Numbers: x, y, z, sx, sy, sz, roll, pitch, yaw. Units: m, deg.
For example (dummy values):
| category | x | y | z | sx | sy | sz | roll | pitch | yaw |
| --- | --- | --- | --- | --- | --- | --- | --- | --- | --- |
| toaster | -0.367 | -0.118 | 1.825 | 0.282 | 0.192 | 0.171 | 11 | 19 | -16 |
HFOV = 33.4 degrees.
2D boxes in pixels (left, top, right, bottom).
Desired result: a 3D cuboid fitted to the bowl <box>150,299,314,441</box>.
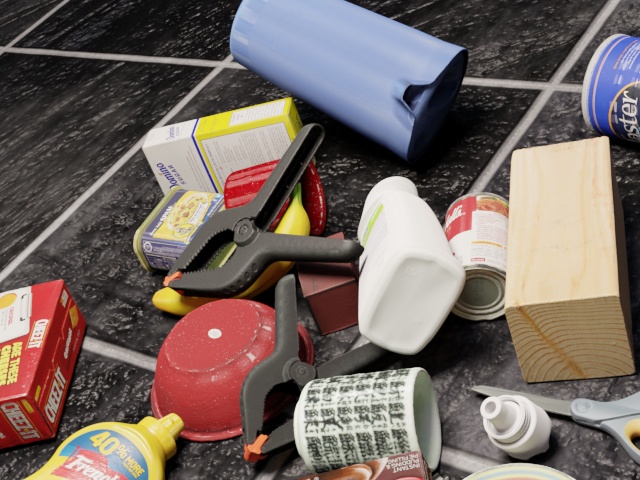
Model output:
| category | x | y | z | sx | sy | sz | roll | pitch | yaw |
| --- | --- | --- | --- | --- | --- | --- | --- | --- | --- |
| bowl | -0.090 | 0.105 | 0.979 | 0.162 | 0.055 | 0.162 | -14 | 37 | 10 |

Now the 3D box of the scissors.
| category | x | y | z | sx | sy | sz | roll | pitch | yaw |
| --- | --- | --- | --- | --- | --- | --- | --- | --- | --- |
| scissors | 0.222 | 0.123 | 0.827 | 0.096 | 0.016 | 0.202 | -40 | 40 | -25 |

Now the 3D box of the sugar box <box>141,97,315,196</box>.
| category | x | y | z | sx | sy | sz | roll | pitch | yaw |
| --- | --- | --- | --- | --- | --- | --- | --- | --- | --- |
| sugar box | -0.103 | -0.097 | 1.209 | 0.176 | 0.093 | 0.048 | -9 | 36 | 17 |

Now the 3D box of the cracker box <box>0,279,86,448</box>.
| category | x | y | z | sx | sy | sz | roll | pitch | yaw |
| --- | --- | --- | --- | --- | --- | --- | --- | --- | --- |
| cracker box | -0.355 | 0.136 | 1.063 | 0.214 | 0.072 | 0.164 | -13 | 38 | 11 |

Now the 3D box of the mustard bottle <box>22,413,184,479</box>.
| category | x | y | z | sx | sy | sz | roll | pitch | yaw |
| --- | --- | --- | --- | --- | --- | --- | --- | --- | --- |
| mustard bottle | -0.187 | 0.206 | 0.882 | 0.096 | 0.058 | 0.191 | 36 | 51 | 23 |

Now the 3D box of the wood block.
| category | x | y | z | sx | sy | sz | roll | pitch | yaw |
| --- | --- | --- | --- | --- | --- | --- | --- | --- | --- |
| wood block | 0.211 | 0.012 | 0.910 | 0.090 | 0.091 | 0.206 | -8 | 39 | 19 |

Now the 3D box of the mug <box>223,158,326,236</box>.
| category | x | y | z | sx | sy | sz | roll | pitch | yaw |
| --- | --- | --- | --- | --- | --- | --- | --- | --- | --- |
| mug | -0.048 | -0.030 | 1.111 | 0.082 | 0.093 | 0.117 | -13 | 64 | 20 |

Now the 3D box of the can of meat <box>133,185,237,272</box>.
| category | x | y | z | sx | sy | sz | roll | pitch | yaw |
| --- | --- | --- | --- | --- | --- | --- | --- | --- | --- |
| can of meat | -0.136 | -0.009 | 1.146 | 0.084 | 0.057 | 0.102 | 7 | 46 | 30 |

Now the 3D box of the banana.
| category | x | y | z | sx | sy | sz | roll | pitch | yaw |
| --- | --- | --- | --- | --- | --- | --- | --- | --- | --- |
| banana | -0.079 | 0.027 | 1.061 | 0.198 | 0.037 | 0.070 | -38 | 58 | 11 |

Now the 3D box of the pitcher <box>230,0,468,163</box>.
| category | x | y | z | sx | sy | sz | roll | pitch | yaw |
| --- | --- | --- | --- | --- | --- | --- | --- | --- | --- |
| pitcher | 0.031 | -0.193 | 1.164 | 0.243 | 0.149 | 0.144 | 29 | 57 | 15 |

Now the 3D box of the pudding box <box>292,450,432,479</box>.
| category | x | y | z | sx | sy | sz | roll | pitch | yaw |
| --- | --- | --- | --- | --- | --- | --- | --- | --- | --- |
| pudding box | 0.029 | 0.206 | 0.766 | 0.113 | 0.039 | 0.090 | -17 | 36 | 8 |

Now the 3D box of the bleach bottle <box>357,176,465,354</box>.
| category | x | y | z | sx | sy | sz | roll | pitch | yaw |
| --- | --- | --- | --- | --- | --- | --- | --- | --- | --- |
| bleach bottle | 0.073 | -0.001 | 0.977 | 0.068 | 0.103 | 0.251 | 23 | 24 | -11 |

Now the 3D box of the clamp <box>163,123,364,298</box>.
| category | x | y | z | sx | sy | sz | roll | pitch | yaw |
| --- | --- | --- | --- | --- | --- | --- | --- | --- | --- |
| clamp | -0.057 | 0.001 | 1.009 | 0.210 | 0.036 | 0.165 | -36 | 48 | 13 |

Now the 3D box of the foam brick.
| category | x | y | z | sx | sy | sz | roll | pitch | yaw |
| --- | --- | --- | --- | --- | --- | --- | --- | --- | --- |
| foam brick | 0.010 | 0.041 | 1.011 | 0.053 | 0.051 | 0.078 | -20 | 36 | 5 |

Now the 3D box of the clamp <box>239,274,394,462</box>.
| category | x | y | z | sx | sy | sz | roll | pitch | yaw |
| --- | --- | --- | --- | --- | --- | --- | --- | --- | --- |
| clamp | -0.007 | 0.119 | 0.917 | 0.120 | 0.039 | 0.171 | 18 | 62 | 8 |

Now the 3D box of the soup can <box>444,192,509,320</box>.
| category | x | y | z | sx | sy | sz | roll | pitch | yaw |
| --- | --- | --- | --- | --- | --- | --- | --- | --- | --- |
| soup can | 0.144 | 0.014 | 0.961 | 0.069 | 0.068 | 0.102 | -9 | 39 | 18 |
